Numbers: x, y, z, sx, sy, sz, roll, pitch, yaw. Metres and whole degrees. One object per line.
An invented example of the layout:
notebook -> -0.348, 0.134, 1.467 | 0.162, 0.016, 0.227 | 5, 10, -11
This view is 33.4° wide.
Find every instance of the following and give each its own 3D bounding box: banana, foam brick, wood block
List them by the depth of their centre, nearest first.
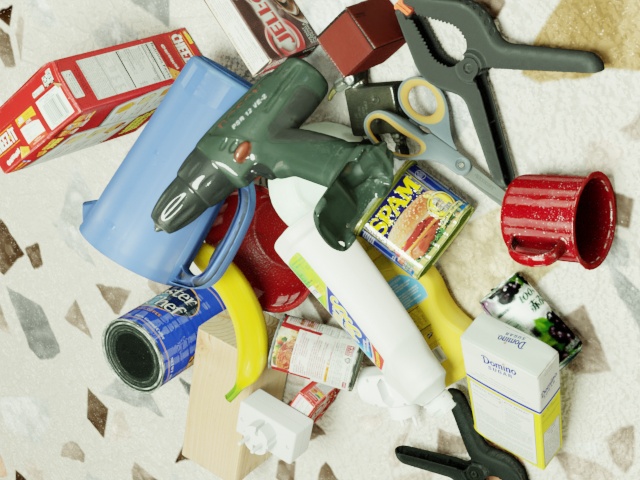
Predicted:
foam brick -> 0.045, -0.206, 1.073 | 0.051, 0.078, 0.053 | -40, 83, 41
banana -> -0.102, 0.085, 1.246 | 0.037, 0.069, 0.198 | 102, 153, -80
wood block -> -0.106, 0.195, 1.360 | 0.091, 0.090, 0.206 | 26, 123, 24

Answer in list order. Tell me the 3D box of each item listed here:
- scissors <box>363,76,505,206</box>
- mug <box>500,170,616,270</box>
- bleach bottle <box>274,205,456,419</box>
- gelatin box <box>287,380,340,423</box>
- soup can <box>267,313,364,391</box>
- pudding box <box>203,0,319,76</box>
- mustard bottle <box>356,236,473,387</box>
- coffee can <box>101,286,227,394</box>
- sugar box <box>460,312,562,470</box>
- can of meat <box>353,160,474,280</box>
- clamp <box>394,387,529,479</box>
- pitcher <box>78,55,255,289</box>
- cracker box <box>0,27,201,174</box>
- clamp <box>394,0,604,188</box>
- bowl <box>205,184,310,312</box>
scissors -> 0.144, -0.097, 1.085 | 0.202, 0.016, 0.096 | 23, 90, 1
mug -> 0.219, -0.014, 1.014 | 0.082, 0.117, 0.093 | 6, 133, 39
bleach bottle -> 0.055, 0.079, 1.115 | 0.251, 0.068, 0.103 | 51, 163, 3
gelatin box -> -0.013, 0.203, 1.306 | 0.030, 0.073, 0.089 | 42, 129, 14
soup can -> -0.003, 0.132, 1.252 | 0.102, 0.068, 0.068 | 16, 121, 7
pudding box -> -0.064, -0.236, 1.130 | 0.039, 0.089, 0.113 | -37, 87, 41
mustard bottle -> 0.099, 0.070, 1.173 | 0.096, 0.058, 0.191 | -38, 87, 39
coffee can -> -0.192, 0.118, 1.352 | 0.103, 0.140, 0.103 | 16, 119, 30
sugar box -> 0.199, 0.157, 1.100 | 0.093, 0.048, 0.176 | 27, 148, 32
can of meat -> 0.099, -0.021, 1.115 | 0.084, 0.057, 0.102 | 39, 97, 12
clamp -> 0.169, 0.261, 1.217 | 0.171, 0.039, 0.120 | 49, 125, 6
pitcher -> -0.147, -0.074, 1.193 | 0.243, 0.149, 0.145 | -58, 26, 8
cracker box -> -0.257, -0.163, 1.223 | 0.164, 0.213, 0.072 | -29, 91, 40
clamp -> 0.152, -0.161, 1.042 | 0.210, 0.036, 0.165 | 38, 126, 18
bowl -> -0.058, 0.002, 1.258 | 0.162, 0.055, 0.162 | 15, 119, 30
